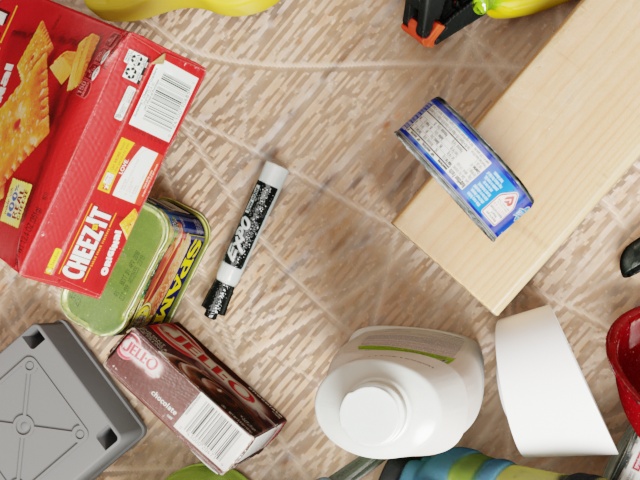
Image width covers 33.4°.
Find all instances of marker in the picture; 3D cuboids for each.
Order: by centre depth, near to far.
[{"bbox_3d":[-0.055,0.001,0.767,0.020,0.020,0.121,25,93,12],"label":"marker"}]

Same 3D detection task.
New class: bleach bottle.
[{"bbox_3d":[0.041,0.088,0.623,0.103,0.250,0.068,2,88,12],"label":"bleach bottle"}]

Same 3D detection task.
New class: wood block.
[{"bbox_3d":[0.150,-0.059,0.689,0.091,0.090,0.206,42,96,10],"label":"wood block"}]

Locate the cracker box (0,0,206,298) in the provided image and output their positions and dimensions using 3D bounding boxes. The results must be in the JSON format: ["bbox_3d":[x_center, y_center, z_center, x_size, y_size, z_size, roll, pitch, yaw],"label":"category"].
[{"bbox_3d":[-0.191,-0.078,0.725,0.214,0.072,0.164,28,94,45],"label":"cracker box"}]

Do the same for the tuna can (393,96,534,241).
[{"bbox_3d":[0.083,-0.042,0.613,0.034,0.086,0.086,-42,80,6],"label":"tuna can"}]

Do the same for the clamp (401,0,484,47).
[{"bbox_3d":[0.119,-0.205,0.713,0.172,0.120,0.039,-60,39,24],"label":"clamp"}]

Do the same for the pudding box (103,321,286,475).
[{"bbox_3d":[-0.084,0.105,0.733,0.113,0.090,0.039,43,98,10],"label":"pudding box"}]

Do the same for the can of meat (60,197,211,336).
[{"bbox_3d":[-0.129,0.018,0.750,0.057,0.084,0.102,28,93,12],"label":"can of meat"}]
